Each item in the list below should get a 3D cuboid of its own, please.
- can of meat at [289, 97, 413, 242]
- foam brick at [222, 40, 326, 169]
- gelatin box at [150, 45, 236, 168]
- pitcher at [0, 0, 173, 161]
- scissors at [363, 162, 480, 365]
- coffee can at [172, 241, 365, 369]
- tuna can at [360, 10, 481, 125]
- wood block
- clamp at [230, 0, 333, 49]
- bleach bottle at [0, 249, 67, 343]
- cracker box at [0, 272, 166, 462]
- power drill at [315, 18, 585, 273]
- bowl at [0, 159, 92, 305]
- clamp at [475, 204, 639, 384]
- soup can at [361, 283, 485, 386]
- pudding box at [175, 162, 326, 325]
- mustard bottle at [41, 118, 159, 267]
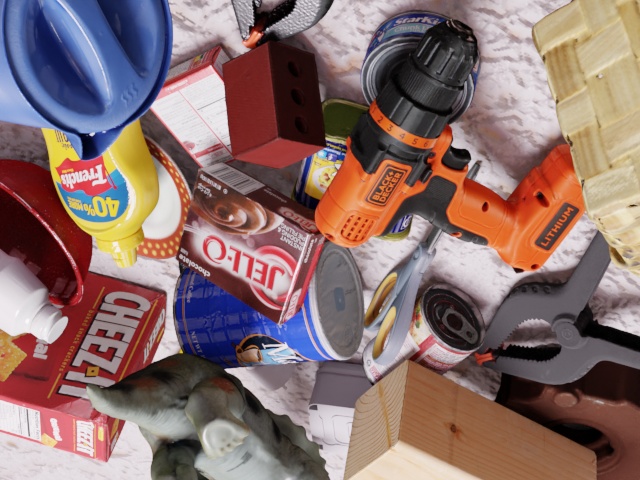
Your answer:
[{"bbox_3d":[0.034,-0.056,0.842,0.102,0.057,0.084,17,133,1],"label":"can of meat"},{"bbox_3d":[-0.035,-0.100,0.794,0.051,0.078,0.052,-17,165,38],"label":"foam brick"},{"bbox_3d":[-0.086,-0.103,0.853,0.073,0.030,0.089,-19,127,31],"label":"gelatin box"},{"bbox_3d":[-0.229,-0.156,0.747,0.243,0.149,0.144,10,157,40],"label":"pitcher"},{"bbox_3d":[0.083,0.031,0.889,0.016,0.096,0.202,18,139,-15],"label":"scissors"},{"bbox_3d":[-0.044,0.060,0.945,0.140,0.102,0.102,-8,130,24],"label":"coffee can"},{"bbox_3d":[0.073,-0.122,0.781,0.086,0.033,0.086,9,134,9],"label":"tuna can"},{"bbox_3d":[0.135,0.199,0.941,0.206,0.090,0.090,28,135,-16],"label":"wood block"},{"bbox_3d":[-0.007,-0.196,0.735,0.120,0.039,0.172,24,141,1],"label":"clamp"},{"bbox_3d":[-0.337,0.018,0.969,0.251,0.068,0.103,32,147,10],"label":"bleach bottle"},{"bbox_3d":[-0.273,0.098,1.012,0.214,0.164,0.072,15,137,3],"label":"cracker box"},{"bbox_3d":[0.110,-0.057,0.771,0.187,0.057,0.185,16,125,-25],"label":"power drill"},{"bbox_3d":[-0.257,-0.018,0.951,0.162,0.055,0.162,28,146,21],"label":"bowl"},{"bbox_3d":[0.214,0.060,0.895,0.210,0.036,0.164,-16,102,41],"label":"clamp"},{"bbox_3d":[0.091,0.093,0.958,0.068,0.068,0.102,31,134,-12],"label":"soup can"},{"bbox_3d":[-0.056,0.001,0.856,0.114,0.039,0.090,32,122,21],"label":"pudding box"},{"bbox_3d":[-0.180,-0.064,0.872,0.096,0.058,0.191,7,123,28],"label":"mustard bottle"}]
